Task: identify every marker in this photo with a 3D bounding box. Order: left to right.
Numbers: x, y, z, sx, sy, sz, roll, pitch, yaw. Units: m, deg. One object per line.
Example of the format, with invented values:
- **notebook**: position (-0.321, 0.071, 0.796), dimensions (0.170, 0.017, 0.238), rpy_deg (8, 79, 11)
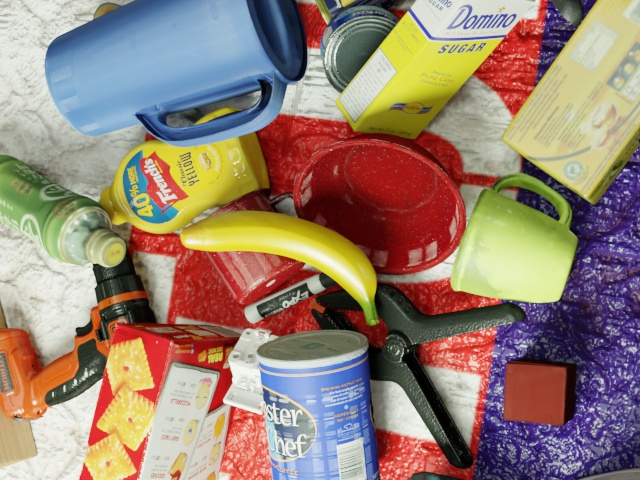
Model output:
- **marker**: position (-0.023, 0.051, 1.044), dimensions (0.121, 0.020, 0.020), rpy_deg (-26, 78, 28)

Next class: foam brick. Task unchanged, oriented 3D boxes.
- **foam brick**: position (0.194, 0.132, 0.937), dimensions (0.053, 0.078, 0.051), rpy_deg (4, 87, 21)

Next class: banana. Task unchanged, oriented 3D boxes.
- **banana**: position (-0.027, 0.009, 0.976), dimensions (0.197, 0.037, 0.069), rpy_deg (22, 54, -5)

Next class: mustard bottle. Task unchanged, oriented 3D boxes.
- **mustard bottle**: position (-0.152, -0.060, 1.090), dimensions (0.192, 0.058, 0.096), rpy_deg (-21, 85, 19)

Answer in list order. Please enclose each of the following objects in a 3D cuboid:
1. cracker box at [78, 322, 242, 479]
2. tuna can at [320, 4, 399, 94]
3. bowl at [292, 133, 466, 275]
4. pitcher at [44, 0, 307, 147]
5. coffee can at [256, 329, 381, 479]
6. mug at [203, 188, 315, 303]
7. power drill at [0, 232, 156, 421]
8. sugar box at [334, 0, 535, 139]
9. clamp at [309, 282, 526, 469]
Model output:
- **cracker box**: position (-0.153, 0.187, 1.020), dimensions (0.072, 0.164, 0.214), rpy_deg (15, 92, 22)
- **tuna can**: position (0.043, -0.178, 1.010), dimensions (0.086, 0.034, 0.086), rpy_deg (-3, 123, -4)
- **bowl**: position (0.059, -0.044, 0.985), dimensions (0.162, 0.055, 0.162), rpy_deg (11, 135, 11)
- **pitcher**: position (-0.142, -0.175, 1.040), dimensions (0.243, 0.149, 0.145), rpy_deg (-16, 117, 21)
- **coffee can**: position (0.000, 0.162, 0.980), dimensions (0.103, 0.102, 0.140), rpy_deg (-3, 100, 21)
- **mug**: position (-0.057, 0.001, 1.036), dimensions (0.117, 0.093, 0.081), rpy_deg (-35, 80, 9)
- **power drill**: position (-0.261, 0.100, 1.124), dimensions (0.188, 0.057, 0.184), rpy_deg (-22, 76, 20)
- **sugar box**: position (0.101, -0.167, 0.952), dimensions (0.176, 0.093, 0.048), rpy_deg (-47, 60, 33)
- **clamp**: position (0.084, 0.091, 0.991), dimensions (0.210, 0.036, 0.165), rpy_deg (33, 112, 25)
